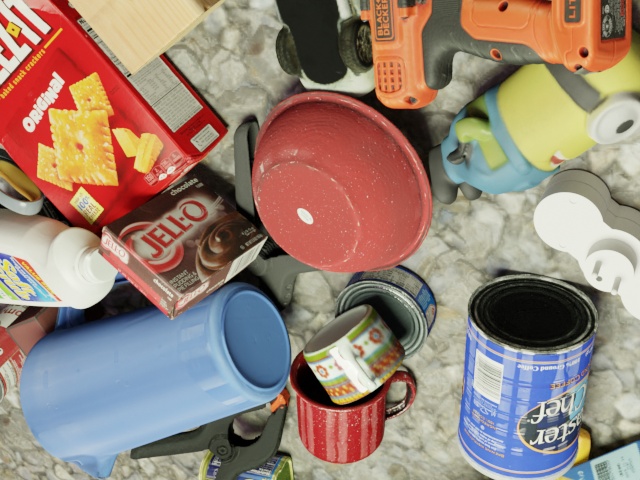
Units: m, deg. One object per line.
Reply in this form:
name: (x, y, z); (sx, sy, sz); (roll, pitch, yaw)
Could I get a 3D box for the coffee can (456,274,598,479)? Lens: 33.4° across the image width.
coffee can: (0.167, 0.114, 0.874); (0.103, 0.102, 0.140); (12, 125, 19)

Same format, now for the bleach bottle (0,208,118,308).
bleach bottle: (-0.264, 0.014, 0.989); (0.251, 0.068, 0.102); (0, 126, 51)

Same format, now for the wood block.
wood block: (-0.165, -0.243, 0.810); (0.091, 0.090, 0.206); (-32, 104, 36)

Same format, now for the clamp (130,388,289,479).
clamp: (-0.092, 0.215, 1.064); (0.171, 0.039, 0.120); (-32, 99, 12)

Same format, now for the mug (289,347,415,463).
mug: (0.031, 0.148, 0.983); (0.117, 0.093, 0.081); (-10, 129, -10)

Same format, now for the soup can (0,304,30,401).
soup can: (-0.331, 0.116, 1.121); (0.069, 0.102, 0.068); (13, 126, 18)

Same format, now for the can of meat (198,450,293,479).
can of meat: (-0.075, 0.265, 1.124); (0.084, 0.057, 0.102); (8, 125, 18)

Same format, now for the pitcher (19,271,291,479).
pitcher: (-0.151, 0.108, 0.975); (0.243, 0.145, 0.149); (-20, 120, 33)

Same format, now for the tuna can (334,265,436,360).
tuna can: (0.058, 0.063, 0.938); (0.086, 0.033, 0.086); (13, 126, 18)

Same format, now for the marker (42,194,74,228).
marker: (-0.247, -0.006, 1.052); (0.020, 0.020, 0.121); (-14, 114, 32)

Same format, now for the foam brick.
foam brick: (-0.268, 0.082, 1.084); (0.053, 0.078, 0.051); (-21, 110, 37)

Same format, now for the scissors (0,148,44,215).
scissors: (-0.305, -0.088, 1.018); (0.202, 0.096, 0.016); (45, 127, 34)

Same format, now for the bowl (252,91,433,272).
bowl: (0.003, -0.032, 0.832); (0.162, 0.055, 0.162); (19, 130, 24)

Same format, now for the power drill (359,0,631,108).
power drill: (0.107, -0.178, 0.700); (0.188, 0.057, 0.184); (7, 109, 42)

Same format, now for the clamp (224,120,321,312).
clamp: (-0.056, 0.001, 0.952); (0.164, 0.036, 0.210); (48, 129, -1)

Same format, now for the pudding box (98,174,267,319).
pudding box: (-0.115, 0.004, 0.894); (0.090, 0.113, 0.039); (41, 134, 14)

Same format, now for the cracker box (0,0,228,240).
cracker box: (-0.211, -0.120, 0.924); (0.164, 0.072, 0.213); (-34, 102, 39)
